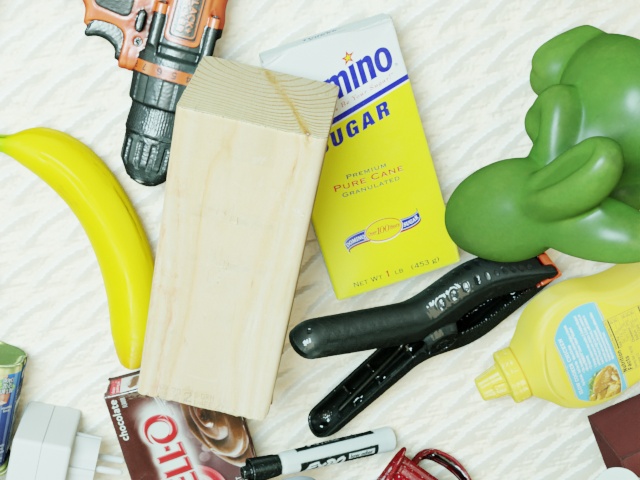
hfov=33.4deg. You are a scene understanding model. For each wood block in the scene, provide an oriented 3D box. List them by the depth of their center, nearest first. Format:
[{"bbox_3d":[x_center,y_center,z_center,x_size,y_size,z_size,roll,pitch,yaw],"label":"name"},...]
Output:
[{"bbox_3d":[-0.054,0.001,0.684,0.090,0.090,0.206,13,119,0],"label":"wood block"}]

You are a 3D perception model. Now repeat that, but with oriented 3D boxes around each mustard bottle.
[{"bbox_3d":[0.202,0.069,0.775,0.191,0.058,0.096,-25,113,1],"label":"mustard bottle"}]

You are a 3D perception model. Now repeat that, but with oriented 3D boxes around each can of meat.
[{"bbox_3d":[-0.260,0.111,0.742,0.102,0.057,0.084,12,101,-9],"label":"can of meat"}]

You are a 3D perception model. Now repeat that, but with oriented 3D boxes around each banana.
[{"bbox_3d":[-0.154,-0.004,0.735,0.070,0.037,0.198,-24,105,21],"label":"banana"}]

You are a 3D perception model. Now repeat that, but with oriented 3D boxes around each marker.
[{"bbox_3d":[-0.001,0.156,0.778,0.120,0.020,0.020,-8,107,-25],"label":"marker"}]

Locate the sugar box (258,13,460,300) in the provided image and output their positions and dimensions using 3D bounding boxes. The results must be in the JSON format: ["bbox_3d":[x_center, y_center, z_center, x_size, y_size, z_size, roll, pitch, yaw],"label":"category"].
[{"bbox_3d":[0.027,-0.057,0.731,0.093,0.048,0.176,-19,107,0],"label":"sugar box"}]

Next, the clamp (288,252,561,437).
[{"bbox_3d":[0.072,0.066,0.750,0.209,0.165,0.036,-23,62,-16],"label":"clamp"}]

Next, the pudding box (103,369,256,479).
[{"bbox_3d":[-0.098,0.143,0.775,0.090,0.039,0.113,-15,106,-2],"label":"pudding box"}]

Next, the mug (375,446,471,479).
[{"bbox_3d":[0.073,0.204,0.779,0.081,0.117,0.093,35,138,6],"label":"mug"}]

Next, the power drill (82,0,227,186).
[{"bbox_3d":[-0.157,-0.141,0.686,0.187,0.057,0.184,15,100,-12],"label":"power drill"}]
